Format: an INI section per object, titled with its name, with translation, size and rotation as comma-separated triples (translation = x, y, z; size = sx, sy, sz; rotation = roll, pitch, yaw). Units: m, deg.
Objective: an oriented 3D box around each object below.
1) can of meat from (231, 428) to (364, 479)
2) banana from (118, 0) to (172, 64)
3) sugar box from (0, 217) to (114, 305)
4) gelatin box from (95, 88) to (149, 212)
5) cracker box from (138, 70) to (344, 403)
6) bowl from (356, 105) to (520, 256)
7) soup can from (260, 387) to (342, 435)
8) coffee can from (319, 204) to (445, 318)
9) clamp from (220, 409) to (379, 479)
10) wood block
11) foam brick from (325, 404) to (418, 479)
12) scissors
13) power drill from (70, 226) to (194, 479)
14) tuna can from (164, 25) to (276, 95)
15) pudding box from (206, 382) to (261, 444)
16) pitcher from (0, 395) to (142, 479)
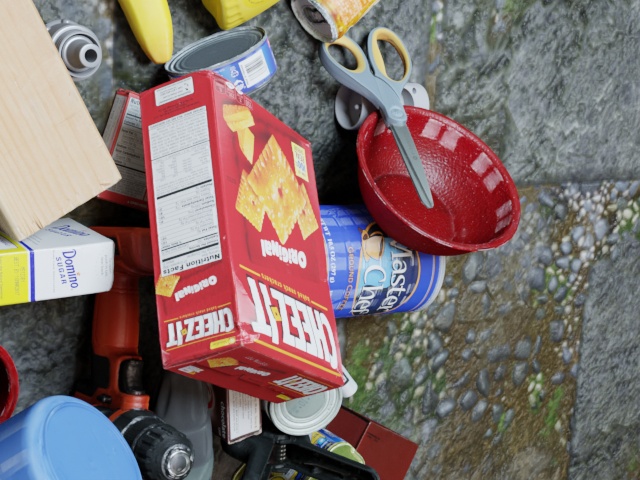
[can of meat]
translation = -0.020, 0.217, 0.984
size = 0.102, 0.084, 0.057
rotation = -50, 124, -15
[banana]
translation = -0.170, -0.218, 0.799
size = 0.197, 0.037, 0.069
rotation = 41, 79, -35
[sugar box]
translation = -0.248, 0.019, 0.770
size = 0.175, 0.093, 0.048
rotation = -4, 104, -34
[gelatin box]
translation = -0.140, -0.069, 0.862
size = 0.073, 0.030, 0.089
rotation = 16, 92, -35
[cracker box]
translation = -0.055, 0.001, 0.801
size = 0.164, 0.072, 0.214
rotation = 32, 45, -58
[bowl]
translation = 0.092, -0.041, 0.929
size = 0.161, 0.162, 0.055
rotation = -3, 145, -34
[soup can]
translation = -0.029, 0.115, 0.931
size = 0.068, 0.102, 0.068
rotation = -9, 117, -18
[coffee can]
translation = 0.026, 0.018, 0.954
size = 0.140, 0.103, 0.103
rotation = -2, 103, -34
[clamp]
translation = -0.027, 0.182, 0.912
size = 0.120, 0.172, 0.039
rotation = 11, 101, -20
[wood block]
translation = -0.235, -0.115, 0.747
size = 0.090, 0.090, 0.206
rotation = -34, 119, -22
[foam brick]
translation = 0.047, 0.203, 1.048
size = 0.078, 0.051, 0.053
rotation = 33, 81, -36
[scissors]
translation = 0.045, -0.114, 0.912
size = 0.096, 0.201, 0.016
rotation = 11, 140, -15
[power drill]
translation = -0.144, 0.084, 0.815
size = 0.057, 0.185, 0.187
rotation = 9, 87, -37
[tuna can]
translation = -0.079, -0.138, 0.852
size = 0.086, 0.086, 0.034
rotation = -33, 120, -24
[pudding box]
translation = -0.089, 0.103, 0.903
size = 0.039, 0.090, 0.113
rotation = -14, 110, -32
[pitcher]
translation = -0.238, 0.207, 0.741
size = 0.243, 0.149, 0.144
rotation = -34, 128, 18
